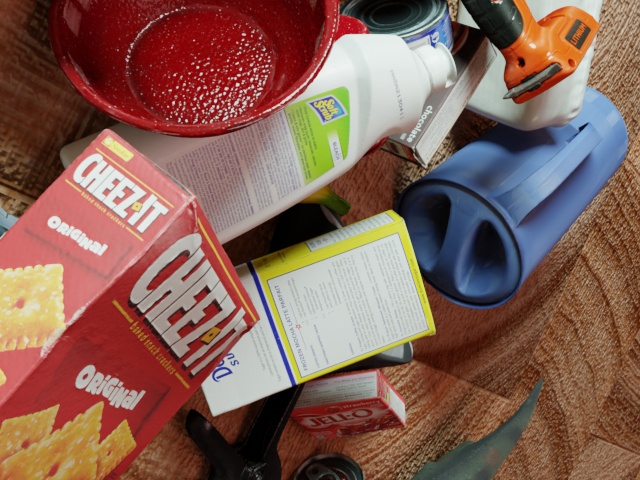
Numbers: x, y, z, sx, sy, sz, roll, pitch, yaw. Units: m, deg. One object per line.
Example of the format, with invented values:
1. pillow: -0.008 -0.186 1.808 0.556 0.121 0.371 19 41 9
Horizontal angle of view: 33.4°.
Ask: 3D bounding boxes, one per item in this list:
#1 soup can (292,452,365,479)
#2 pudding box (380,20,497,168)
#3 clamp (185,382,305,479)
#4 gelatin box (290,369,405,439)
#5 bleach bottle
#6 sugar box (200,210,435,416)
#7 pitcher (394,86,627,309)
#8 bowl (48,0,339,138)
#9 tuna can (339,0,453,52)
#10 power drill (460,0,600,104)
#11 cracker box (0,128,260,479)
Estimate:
1. soup can: 0.014 0.258 1.006 0.068 0.069 0.102 -41 139 -31
2. pudding box: 0.070 -0.122 0.830 0.113 0.090 0.039 -59 145 -8
3. clamp: -0.070 0.184 0.878 0.120 0.039 0.171 -10 120 -40
4. gelatin box: 0.022 0.145 0.934 0.073 0.089 0.030 53 31 -53
5. bleach bottle: -0.029 -0.060 0.675 0.250 0.068 0.102 -24 130 -11
6. sugar box: -0.013 0.051 0.774 0.176 0.048 0.093 -19 105 -3
7. pitcher: 0.193 -0.056 0.991 0.242 0.149 0.145 -39 133 -37
8. bowl: -0.070 -0.116 0.613 0.162 0.162 0.055 -50 164 -21
9. tuna can: 0.055 -0.157 0.793 0.086 0.086 0.034 -42 138 -29
10. power drill: 0.127 -0.207 0.788 0.187 0.057 0.184 49 44 -11
11. cracker box: -0.135 0.074 0.545 0.213 0.072 0.164 -48 158 -13
